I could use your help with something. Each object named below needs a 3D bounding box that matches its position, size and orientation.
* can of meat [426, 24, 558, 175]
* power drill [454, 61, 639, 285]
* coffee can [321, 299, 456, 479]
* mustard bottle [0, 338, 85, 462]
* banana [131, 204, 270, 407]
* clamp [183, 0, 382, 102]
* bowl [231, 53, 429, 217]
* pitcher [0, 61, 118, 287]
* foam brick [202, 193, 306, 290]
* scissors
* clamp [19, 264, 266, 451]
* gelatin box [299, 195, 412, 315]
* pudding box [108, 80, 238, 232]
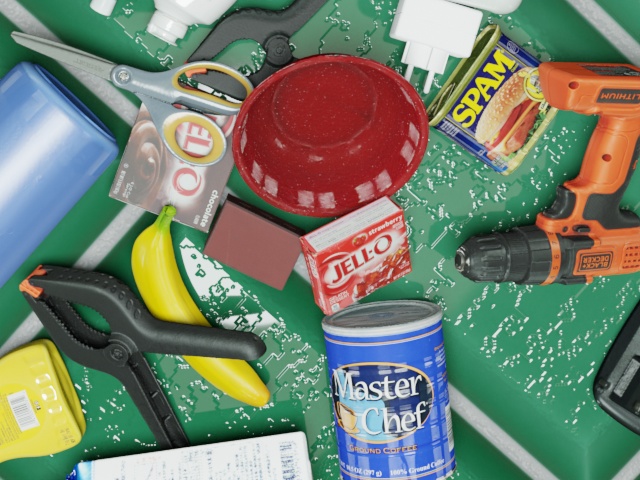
[{"bbox_3d":[0.150,-0.118,0.908,0.084,0.057,0.102,34,96,-10],"label":"can of meat"},{"bbox_3d":[0.204,-0.051,0.883,0.184,0.057,0.188,-4,116,-23],"label":"power drill"},{"bbox_3d":[0.059,0.130,0.914,0.103,0.103,0.140,-7,98,-2],"label":"coffee can"},{"bbox_3d":[-0.308,0.160,0.923,0.191,0.058,0.096,-20,100,0],"label":"mustard bottle"},{"bbox_3d":[-0.112,0.065,0.919,0.037,0.070,0.198,-42,112,-41],"label":"banana"},{"bbox_3d":[-0.028,-0.153,0.904,0.171,0.039,0.120,-21,95,1],"label":"clamp"},{"bbox_3d":[0.006,-0.097,0.884,0.162,0.055,0.162,-3,132,-4],"label":"bowl"},{"bbox_3d":[-0.289,-0.032,0.860,0.145,0.149,0.243,44,90,10],"label":"pitcher"},{"bbox_3d":[-0.056,0.001,0.916,0.078,0.053,0.051,26,96,-6],"label":"foam brick"},{"bbox_3d":[-0.155,-0.114,0.876,0.201,0.016,0.096,5,94,-4],"label":"scissors"},{"bbox_3d":[-0.165,0.097,0.915,0.210,0.036,0.165,29,123,2],"label":"clamp"},{"bbox_3d":[0.031,0.013,0.905,0.089,0.030,0.073,-27,133,-16],"label":"gelatin box"},{"bbox_3d":[-0.118,-0.075,0.909,0.090,0.039,0.113,21,96,-5],"label":"pudding box"}]
